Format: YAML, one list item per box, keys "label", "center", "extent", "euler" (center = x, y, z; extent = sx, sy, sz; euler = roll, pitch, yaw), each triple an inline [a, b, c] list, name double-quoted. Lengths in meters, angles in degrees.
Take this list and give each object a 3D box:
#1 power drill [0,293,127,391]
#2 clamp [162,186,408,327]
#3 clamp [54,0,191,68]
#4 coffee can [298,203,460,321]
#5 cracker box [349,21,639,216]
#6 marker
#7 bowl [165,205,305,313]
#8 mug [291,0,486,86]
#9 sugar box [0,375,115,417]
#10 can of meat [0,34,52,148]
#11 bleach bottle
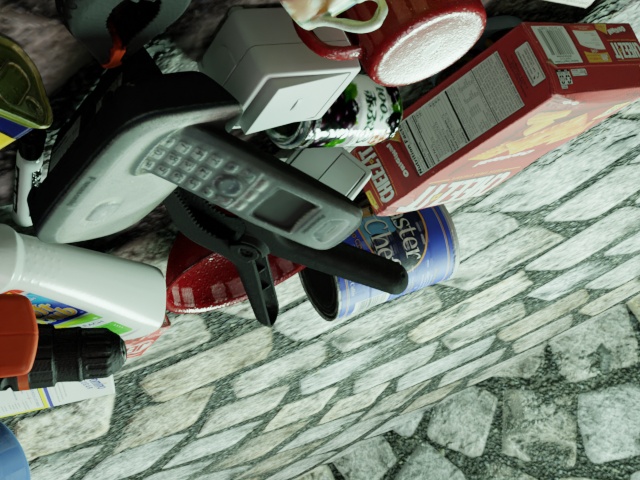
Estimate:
- label: "power drill"
  center: [-0.230, 0.078, 0.754]
  extent: [0.184, 0.057, 0.188]
  euler: [-4, 168, -11]
- label: "clamp"
  center: [-0.056, 0.001, 0.842]
  extent: [0.209, 0.036, 0.165]
  euler: [36, 142, -24]
- label: "clamp"
  center: [-0.084, -0.150, 0.554]
  extent: [0.120, 0.039, 0.172]
  euler: [-13, 165, -21]
- label: "coffee can"
  center: [0.056, 0.013, 1.090]
  extent: [0.140, 0.103, 0.103]
  euler: [-18, 161, -20]
- label: "cracker box"
  center: [0.154, -0.101, 0.911]
  extent: [0.163, 0.072, 0.214]
  euler: [-12, 163, -45]
- label: "marker"
  center: [-0.199, -0.044, 0.726]
  extent: [0.020, 0.020, 0.121]
  euler: [-17, 160, -25]
- label: "bowl"
  center: [-0.078, 0.006, 0.970]
  extent: [0.162, 0.055, 0.162]
  euler: [-23, 162, -8]
- label: "mug"
  center: [0.039, -0.146, 0.656]
  extent: [0.117, 0.081, 0.093]
  euler: [-20, 161, -16]
- label: "sugar box"
  center: [-0.288, 0.132, 1.016]
  extent: [0.176, 0.048, 0.093]
  euler: [-13, 157, -14]
- label: "can of meat"
  center: [-0.210, -0.074, 0.571]
  extent: [0.084, 0.057, 0.102]
  euler: [-28, 161, 17]
- label: "bleach bottle"
  center: [-0.226, 0.029, 0.819]
  extent: [0.103, 0.068, 0.250]
  euler: [-8, 164, 25]
